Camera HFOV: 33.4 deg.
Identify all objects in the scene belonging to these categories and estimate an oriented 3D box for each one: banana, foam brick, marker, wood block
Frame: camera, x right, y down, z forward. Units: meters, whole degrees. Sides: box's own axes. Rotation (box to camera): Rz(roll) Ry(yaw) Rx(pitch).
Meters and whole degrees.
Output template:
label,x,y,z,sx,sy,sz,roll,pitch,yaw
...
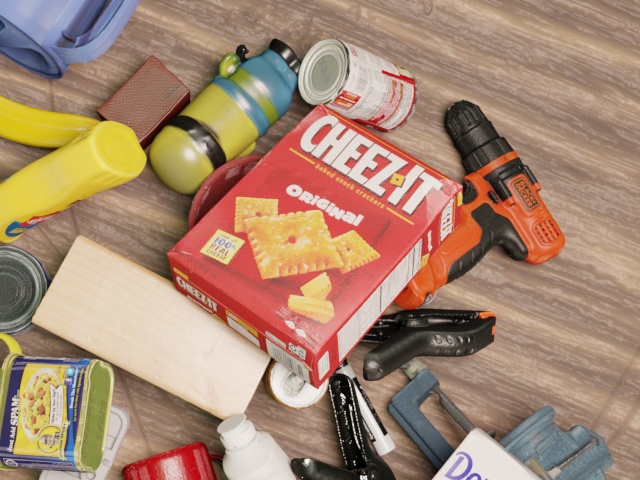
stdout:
label,x,y,z,sx,sy,sz,roll,pitch,yaw
banana,-0.304,-0.134,1.022,0.197,0.037,0.070,33,105,-5
foam brick,-0.170,-0.131,1.037,0.053,0.051,0.078,43,81,-1
marker,0.036,0.153,1.043,0.020,0.020,0.121,-28,87,-9
wood block,-0.150,0.085,0.993,0.206,0.091,0.090,27,80,-3

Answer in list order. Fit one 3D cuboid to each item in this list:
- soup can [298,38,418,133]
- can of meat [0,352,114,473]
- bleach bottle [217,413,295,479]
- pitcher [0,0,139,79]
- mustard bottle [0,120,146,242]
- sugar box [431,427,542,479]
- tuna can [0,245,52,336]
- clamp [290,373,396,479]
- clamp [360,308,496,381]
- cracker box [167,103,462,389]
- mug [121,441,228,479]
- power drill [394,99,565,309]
label,x,y,z,sx,sy,sz,roll,pitch,yaw
soup can,0.037,-0.149,1.031,0.102,0.069,0.068,14,79,-44
can of meat,-0.233,0.151,0.933,0.084,0.057,0.102,1,74,14
bleach bottle,-0.022,0.268,0.947,0.068,0.102,0.251,-26,106,3
pitcher,-0.230,-0.280,1.009,0.149,0.145,0.242,36,77,-19
mustard bottle,-0.260,-0.045,0.986,0.192,0.096,0.058,-25,95,18
sugar box,0.115,0.258,0.920,0.093,0.048,0.176,38,93,19
tuna can,-0.298,0.048,1.009,0.086,0.034,0.086,1,83,-7
clamp,0.035,0.211,1.000,0.171,0.039,0.120,56,44,-34
clamp,0.075,0.087,1.014,0.209,0.165,0.036,-5,105,-37
cracker box,-0.002,-0.003,0.936,0.164,0.072,0.213,33,64,21
mug,-0.124,0.233,0.986,0.117,0.093,0.081,-11,78,-39
power drill,0.127,-0.032,1.042,0.187,0.057,0.184,-28,80,-20
